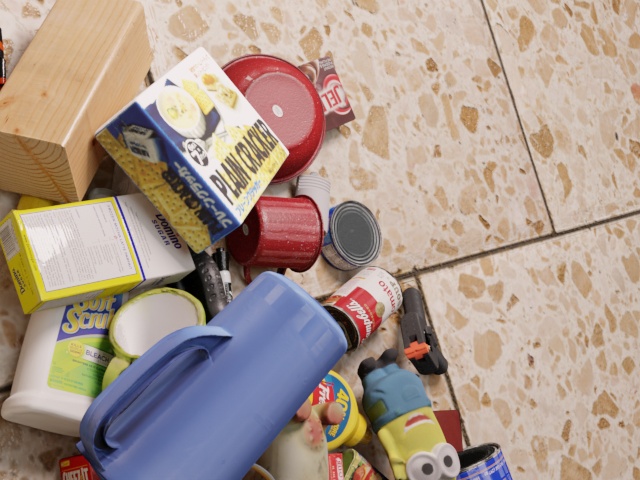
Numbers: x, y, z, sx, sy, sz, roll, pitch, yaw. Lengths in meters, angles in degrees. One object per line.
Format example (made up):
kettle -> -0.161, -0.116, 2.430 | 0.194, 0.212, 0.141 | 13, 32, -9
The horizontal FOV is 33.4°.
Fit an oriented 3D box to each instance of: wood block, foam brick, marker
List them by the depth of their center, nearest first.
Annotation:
wood block -> -0.250, -0.149, 1.076 | 0.090, 0.091, 0.206 | 12, 54, 9
marker -> -0.108, 0.067, 1.206 | 0.020, 0.020, 0.121 | 4, 73, -40
foam brick -> 0.129, 0.239, 1.313 | 0.051, 0.078, 0.053 | 7, 71, -41

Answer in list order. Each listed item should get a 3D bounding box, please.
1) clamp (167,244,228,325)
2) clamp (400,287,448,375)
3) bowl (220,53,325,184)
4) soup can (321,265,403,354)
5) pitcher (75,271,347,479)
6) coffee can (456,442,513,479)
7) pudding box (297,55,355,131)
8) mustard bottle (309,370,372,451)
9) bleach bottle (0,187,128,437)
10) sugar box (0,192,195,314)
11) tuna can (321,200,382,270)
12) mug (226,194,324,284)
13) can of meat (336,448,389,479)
clamp -> -0.122, 0.089, 1.134 | 0.036, 0.165, 0.210 | -14, 61, -35
clamp -> 0.130, 0.132, 1.333 | 0.120, 0.039, 0.171 | 61, 14, -8
bowl -> -0.058, -0.149, 1.265 | 0.161, 0.055, 0.162 | 2, 84, -23
soup can -> 0.047, 0.083, 1.302 | 0.102, 0.069, 0.068 | -38, 101, -43
pitcher -> -0.095, 0.140, 0.955 | 0.145, 0.149, 0.242 | 43, 77, 0
coffee can -> 0.201, 0.336, 1.326 | 0.102, 0.103, 0.140 | -22, 90, -43
pudding box -> -0.015, -0.177, 1.355 | 0.113, 0.039, 0.090 | -28, 96, -42
mustard bottle -> -0.014, 0.189, 1.219 | 0.191, 0.058, 0.096 | 33, 62, -29
bleach bottle -> -0.242, 0.062, 1.062 | 0.102, 0.068, 0.251 | 24, 59, -37
sugar box -> -0.215, 0.008, 1.037 | 0.175, 0.048, 0.093 | -10, 75, -45
tuna can -> 0.035, -0.005, 1.345 | 0.086, 0.034, 0.086 | 15, 66, -37
mug -> -0.058, 0.002, 1.235 | 0.081, 0.093, 0.117 | 3, 110, -36
can of meat -> 0.039, 0.304, 1.228 | 0.084, 0.058, 0.102 | 43, 52, -19
